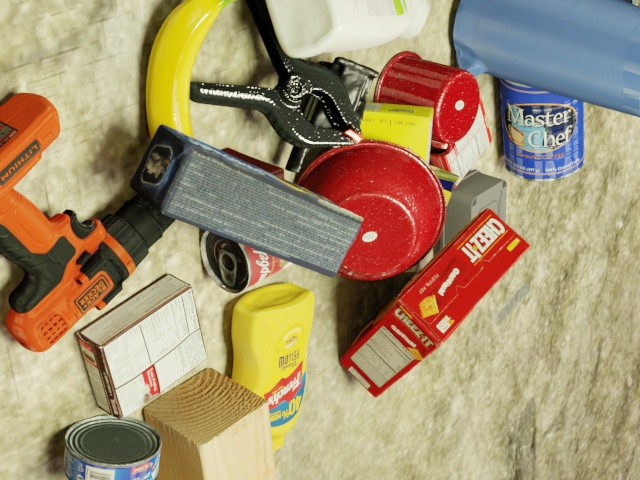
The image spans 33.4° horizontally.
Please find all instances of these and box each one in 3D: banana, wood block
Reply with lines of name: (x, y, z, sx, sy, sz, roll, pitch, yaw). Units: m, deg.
banana: (-0.116, -0.125, 0.911, 0.037, 0.069, 0.198, -69, 173, -69)
wood block: (-0.105, 0.247, 1.078, 0.090, 0.091, 0.206, -30, 129, -37)

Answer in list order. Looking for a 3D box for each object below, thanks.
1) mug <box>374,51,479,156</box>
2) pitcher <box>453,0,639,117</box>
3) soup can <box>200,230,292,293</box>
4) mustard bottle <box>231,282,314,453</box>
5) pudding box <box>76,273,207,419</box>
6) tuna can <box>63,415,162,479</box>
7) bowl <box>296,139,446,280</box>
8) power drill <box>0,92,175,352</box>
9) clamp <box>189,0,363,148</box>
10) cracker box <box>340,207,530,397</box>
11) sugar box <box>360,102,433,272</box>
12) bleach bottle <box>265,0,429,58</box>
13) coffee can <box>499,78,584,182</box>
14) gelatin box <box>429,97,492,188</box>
mug: (0.120, -0.142, 1.165, 0.093, 0.082, 0.117, -36, 132, -34)
pitcher: (0.284, -0.230, 1.187, 0.144, 0.243, 0.149, -25, 131, -45)
soup can: (-0.057, 0.001, 1.036, 0.102, 0.069, 0.068, -28, 127, -41)
mustard bottle: (-0.054, 0.145, 1.116, 0.096, 0.058, 0.192, -21, 123, -49)
pudding box: (-0.161, 0.097, 0.982, 0.113, 0.039, 0.090, -36, 132, -37)
tuna can: (-0.187, 0.192, 0.958, 0.085, 0.086, 0.034, -13, 119, -46)
bowl: (0.049, -0.018, 1.082, 0.055, 0.162, 0.162, -88, 177, -62)
power drill: (-0.206, -0.024, 0.853, 0.184, 0.057, 0.187, -49, 138, -23)
clamp: (-0.039, -0.132, 0.969, 0.171, 0.039, 0.120, 44, 81, -15)
cracker box: (0.121, 0.072, 1.192, 0.164, 0.072, 0.214, -44, 174, -28)
sugar box: (0.066, -0.055, 1.129, 0.048, 0.093, 0.176, -58, 152, -66)
bleach bottle: (0.042, -0.222, 1.015, 0.250, 0.068, 0.102, -12, 84, -59)
coffee can: (0.276, -0.159, 1.326, 0.102, 0.103, 0.140, -38, 133, -33)
gelatin box: (0.164, -0.119, 1.272, 0.089, 0.030, 0.073, -49, 140, -22)
